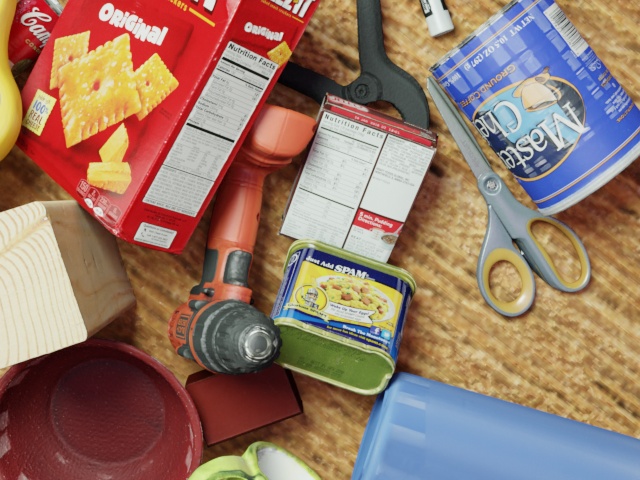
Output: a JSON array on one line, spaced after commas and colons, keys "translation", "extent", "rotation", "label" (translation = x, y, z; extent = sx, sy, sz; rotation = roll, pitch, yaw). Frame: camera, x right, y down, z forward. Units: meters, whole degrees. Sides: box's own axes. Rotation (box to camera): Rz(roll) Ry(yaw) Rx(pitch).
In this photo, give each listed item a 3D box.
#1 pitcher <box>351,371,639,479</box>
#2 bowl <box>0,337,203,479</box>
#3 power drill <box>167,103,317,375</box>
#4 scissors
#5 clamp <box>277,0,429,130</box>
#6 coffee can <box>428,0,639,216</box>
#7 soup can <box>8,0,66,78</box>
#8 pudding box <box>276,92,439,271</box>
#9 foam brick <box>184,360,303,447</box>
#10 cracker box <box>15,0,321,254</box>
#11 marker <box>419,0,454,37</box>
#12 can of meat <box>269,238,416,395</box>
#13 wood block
[{"translation": [0.146, 0.194, 0.789], "extent": [0.243, 0.145, 0.149], "rotation": [19, 61, 1], "label": "pitcher"}, {"translation": [-0.165, 0.140, 0.799], "extent": [0.162, 0.055, 0.162], "rotation": [0, 105, 1], "label": "bowl"}, {"translation": [-0.055, 0.001, 0.752], "extent": [0.057, 0.185, 0.187], "rotation": [16, 83, -20], "label": "power drill"}, {"translation": [0.124, -0.024, 0.830], "extent": [0.202, 0.016, 0.096], "rotation": [44, 91, -3], "label": "scissors"}, {"translation": [0.019, -0.113, 0.812], "extent": [0.120, 0.039, 0.171], "rotation": [-26, 95, 11], "label": "clamp"}, {"translation": [0.162, -0.103, 0.784], "extent": [0.103, 0.103, 0.140], "rotation": [-39, 93, 0], "label": "coffee can"}, {"translation": [-0.241, -0.151, 0.787], "extent": [0.102, 0.068, 0.068], "rotation": [-41, 93, 1], "label": "soup can"}, {"translation": [0.027, -0.042, 0.794], "extent": [0.090, 0.039, 0.114], "rotation": [20, 116, -2], "label": "pudding box"}, {"translation": [-0.058, 0.117, 0.811], "extent": [0.078, 0.053, 0.051], "rotation": [-20, 93, -1], "label": "foam brick"}, {"translation": [-0.114, -0.124, 0.734], "extent": [0.164, 0.072, 0.214], "rotation": [38, 104, 37], "label": "cracker box"}, {"translation": [0.074, -0.216, 0.818], "extent": [0.020, 0.020, 0.121], "rotation": [-19, 93, -1], "label": "marker"}, {"translation": [0.013, 0.057, 0.785], "extent": [0.102, 0.084, 0.057], "rotation": [19, 136, -1], "label": "can of meat"}, {"translation": [-0.195, 0.026, 0.727], "extent": [0.091, 0.206, 0.090], "rotation": [-18, 93, -1], "label": "wood block"}]
